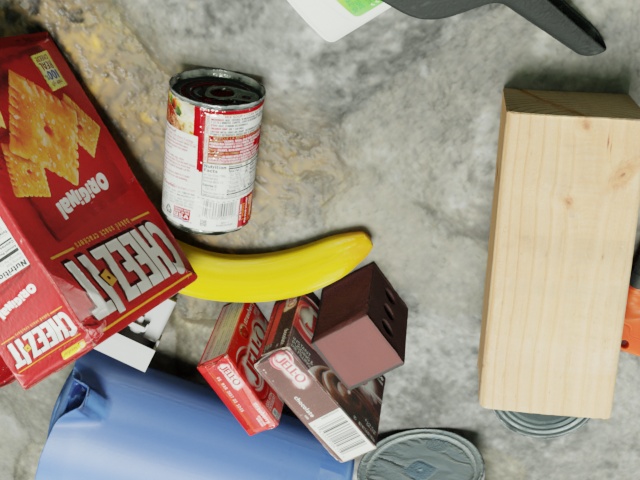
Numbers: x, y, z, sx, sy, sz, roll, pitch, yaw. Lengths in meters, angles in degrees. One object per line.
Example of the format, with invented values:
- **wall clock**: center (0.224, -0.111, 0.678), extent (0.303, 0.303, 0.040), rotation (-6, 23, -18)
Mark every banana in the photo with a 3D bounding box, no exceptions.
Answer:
- **banana**: center (-0.060, 0.017, 0.822), extent (0.198, 0.037, 0.070), rotation (7, 120, 5)

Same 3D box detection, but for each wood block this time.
- **wood block**: center (0.161, 0.007, 0.732), extent (0.090, 0.090, 0.206), rotation (4, 108, 7)

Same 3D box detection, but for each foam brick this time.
- **foam brick**: center (0.031, 0.065, 0.811), extent (0.051, 0.078, 0.053), rotation (-30, 112, 21)

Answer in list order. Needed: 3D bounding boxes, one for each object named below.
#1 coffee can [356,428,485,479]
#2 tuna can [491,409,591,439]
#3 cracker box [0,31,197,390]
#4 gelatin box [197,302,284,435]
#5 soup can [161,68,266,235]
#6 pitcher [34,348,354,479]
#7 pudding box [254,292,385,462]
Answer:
- **coffee can**: center (0.089, 0.243, 0.882), extent (0.103, 0.102, 0.140), rotation (-4, 117, 11)
- **tuna can**: center (0.175, 0.112, 0.838), extent (0.086, 0.033, 0.086), rotation (4, 118, 7)
- **cracker box**: center (-0.189, -0.030, 0.716), extent (0.072, 0.164, 0.213), rotation (-31, 93, 22)
- **gelatin box**: center (-0.055, 0.097, 0.834), extent (0.030, 0.089, 0.073), rotation (-25, 111, 20)
- **soup can**: center (-0.078, -0.063, 0.764), extent (0.068, 0.068, 0.102), rotation (10, 119, 3)
- **pitcher**: center (-0.103, 0.184, 0.877), extent (0.242, 0.149, 0.145), rotation (17, 104, -4)
- **pudding box**: center (0.002, 0.103, 0.828), extent (0.039, 0.090, 0.113), rotation (-29, 111, 23)
